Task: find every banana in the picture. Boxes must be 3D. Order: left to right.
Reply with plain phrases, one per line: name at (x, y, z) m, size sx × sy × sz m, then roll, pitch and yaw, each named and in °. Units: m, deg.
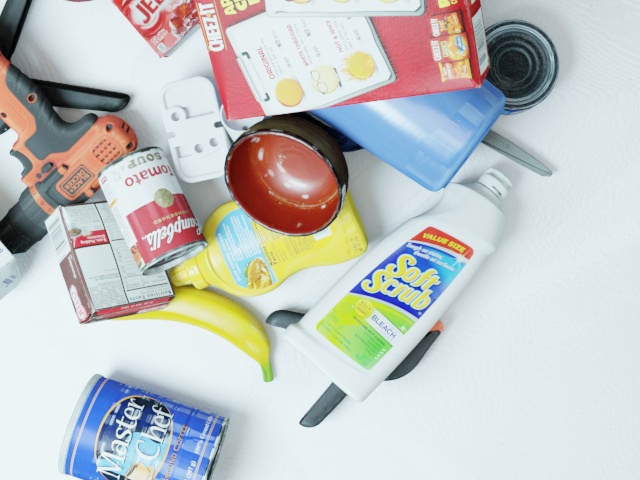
banana at (-0.129, 0.079, 1.058) m, size 0.198 × 0.037 × 0.070 m, roll 21°, pitch 98°, yaw 1°

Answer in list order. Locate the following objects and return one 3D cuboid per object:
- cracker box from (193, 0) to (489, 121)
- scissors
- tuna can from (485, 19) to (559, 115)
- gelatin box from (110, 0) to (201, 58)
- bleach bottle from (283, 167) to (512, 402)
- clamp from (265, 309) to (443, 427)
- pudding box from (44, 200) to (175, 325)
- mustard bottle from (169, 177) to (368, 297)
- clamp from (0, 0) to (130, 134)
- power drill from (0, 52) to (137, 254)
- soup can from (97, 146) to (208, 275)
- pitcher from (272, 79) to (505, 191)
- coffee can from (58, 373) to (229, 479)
cracker box at (0.013, -0.192, 0.829) m, size 0.214 × 0.072 × 0.164 m, roll -5°, pitch 114°, yaw 21°
scissors at (0.118, -0.103, 1.021) m, size 0.096 × 0.016 × 0.202 m, roll -43°, pitch 93°, yaw 11°
tuna can at (0.177, -0.161, 0.991) m, size 0.086 × 0.034 × 0.086 m, roll 0°, pitch 91°, yaw -2°
gelatin box at (-0.142, -0.229, 1.015) m, size 0.089 × 0.030 × 0.073 m, roll -40°, pitch 93°, yaw 9°
bleach bottle at (0.083, 0.028, 1.004) m, size 0.102 × 0.068 × 0.251 m, roll 41°, pitch 84°, yaw 4°
clamp at (0.033, 0.098, 1.048) m, size 0.171 × 0.039 × 0.120 m, roll -27°, pitch 99°, yaw 1°
pudding box at (-0.199, 0.018, 1.011) m, size 0.039 × 0.089 × 0.113 m, roll -37°, pitch 68°, yaw 47°
mustard bottle at (-0.057, 0.001, 1.029) m, size 0.192 × 0.058 × 0.096 m, roll -22°, pitch 97°, yaw 7°
clamp at (-0.309, -0.169, 1.031) m, size 0.210 × 0.036 × 0.164 m, roll -20°, pitch 105°, yaw 9°
power drill at (-0.296, -0.093, 1.013) m, size 0.184 × 0.057 × 0.187 m, roll -41°, pitch 115°, yaw 15°
soup can at (-0.156, -0.027, 0.989) m, size 0.068 × 0.068 × 0.102 m, roll -27°, pitch 83°, yaw 8°
pitcher at (0.035, -0.147, 0.959) m, size 0.243 × 0.149 × 0.145 m, roll 37°, pitch 89°, yaw 3°
coffee can at (-0.172, 0.201, 1.047) m, size 0.140 × 0.102 × 0.103 m, roll 18°, pitch 100°, yaw 1°
